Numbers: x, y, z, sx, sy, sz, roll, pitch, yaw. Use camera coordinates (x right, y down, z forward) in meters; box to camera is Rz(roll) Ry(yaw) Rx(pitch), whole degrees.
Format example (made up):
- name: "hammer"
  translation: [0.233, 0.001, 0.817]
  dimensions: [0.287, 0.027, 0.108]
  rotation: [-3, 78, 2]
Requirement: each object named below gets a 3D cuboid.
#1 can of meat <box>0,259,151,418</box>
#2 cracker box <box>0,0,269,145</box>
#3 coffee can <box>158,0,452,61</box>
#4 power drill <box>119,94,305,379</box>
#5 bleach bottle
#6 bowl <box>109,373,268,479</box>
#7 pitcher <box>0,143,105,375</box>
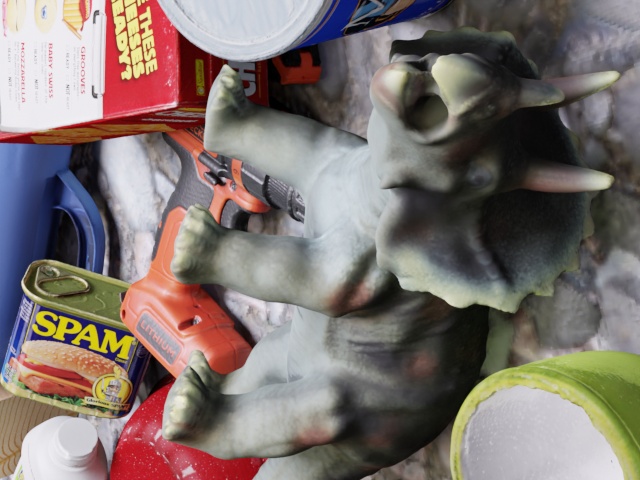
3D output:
- name: "can of meat"
  translation: [-0.168, 0.072, 0.755]
  dimensions: [0.057, 0.102, 0.084]
  rotation: [-94, 24, -64]
- name: "cracker box"
  translation: [-0.121, -0.145, 0.624]
  dimensions: [0.214, 0.071, 0.164]
  rotation: [-2, 91, 47]
- name: "coffee can"
  translation: [0.001, -0.144, 0.491]
  dimensions: [0.103, 0.140, 0.103]
  rotation: [12, 113, 31]
- name: "power drill"
  translation: [-0.054, 0.001, 0.659]
  dimensions: [0.185, 0.057, 0.188]
  rotation: [40, 122, 37]
- name: "bleach bottle"
  translation: [-0.203, 0.214, 0.820]
  dimensions: [0.103, 0.067, 0.251]
  rotation: [62, 146, 26]
- name: "bowl"
  translation: [-0.099, 0.175, 0.746]
  dimensions: [0.162, 0.055, 0.162]
  rotation: [12, 108, 43]
- name: "pitcher"
  translation: [-0.244, -0.025, 0.797]
  dimensions: [0.145, 0.149, 0.243]
  rotation: [41, 120, 50]
